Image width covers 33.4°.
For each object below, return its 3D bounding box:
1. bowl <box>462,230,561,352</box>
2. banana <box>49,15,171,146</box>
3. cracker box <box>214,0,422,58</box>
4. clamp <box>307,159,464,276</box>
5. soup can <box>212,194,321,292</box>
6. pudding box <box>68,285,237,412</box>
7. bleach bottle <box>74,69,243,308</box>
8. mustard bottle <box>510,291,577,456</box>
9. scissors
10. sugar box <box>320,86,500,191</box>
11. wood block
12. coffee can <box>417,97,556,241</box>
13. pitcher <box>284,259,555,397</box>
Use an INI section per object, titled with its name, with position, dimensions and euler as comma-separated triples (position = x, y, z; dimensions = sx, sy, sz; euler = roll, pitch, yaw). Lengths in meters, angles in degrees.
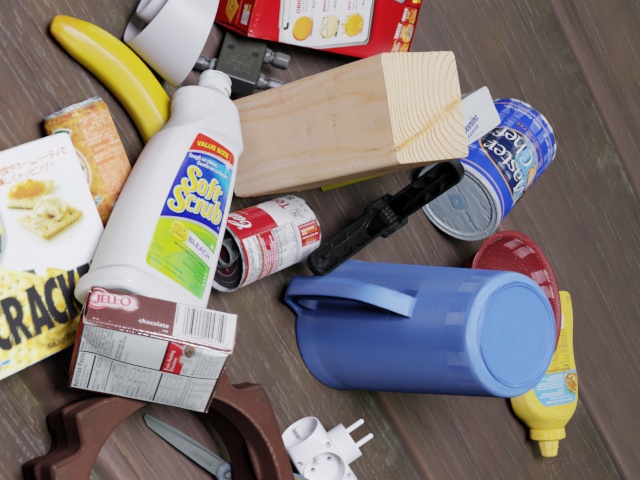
[bowl]
position = 0.196, 0.072, 1.170
dimensions = 0.161, 0.055, 0.162
euler = 9, 76, -41
[banana]
position = -0.162, -0.115, 0.930
dimensions = 0.069, 0.037, 0.198
euler = -40, 110, -41
[cracker box]
position = 0.012, -0.271, 1.047
dimensions = 0.213, 0.072, 0.164
euler = 2, 110, -42
[clamp]
position = 0.072, -0.030, 1.035
dimensions = 0.036, 0.165, 0.210
euler = 56, 12, 0
[soup can]
position = -0.056, 0.001, 0.989
dimensions = 0.102, 0.069, 0.068
euler = -21, 98, -42
[pudding box]
position = -0.127, 0.083, 0.799
dimensions = 0.113, 0.090, 0.039
euler = 14, 48, -10
[bleach bottle]
position = -0.118, -0.044, 0.878
dimensions = 0.102, 0.068, 0.250
euler = 41, 47, -38
[mustard bottle]
position = 0.261, 0.157, 1.256
dimensions = 0.096, 0.058, 0.191
euler = -1, 85, -40
[scissors]
position = -0.086, 0.231, 0.965
dimensions = 0.201, 0.016, 0.096
euler = 23, 88, -23
[sugar box]
position = 0.080, -0.097, 1.049
dimensions = 0.093, 0.177, 0.048
euler = -34, 107, -39
[wood block]
position = 0.016, -0.097, 0.926
dimensions = 0.090, 0.207, 0.090
euler = -9, 91, -43
[coffee can]
position = 0.186, -0.081, 1.191
dimensions = 0.140, 0.103, 0.103
euler = -45, 113, -36
[pitcher]
position = 0.088, 0.079, 0.990
dimensions = 0.149, 0.243, 0.145
euler = -23, 101, -34
